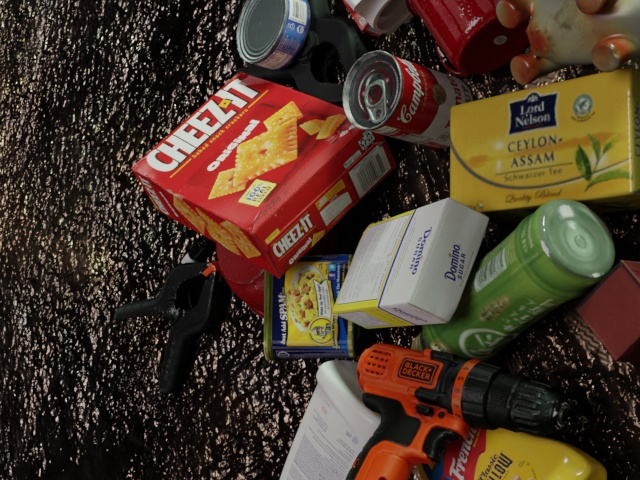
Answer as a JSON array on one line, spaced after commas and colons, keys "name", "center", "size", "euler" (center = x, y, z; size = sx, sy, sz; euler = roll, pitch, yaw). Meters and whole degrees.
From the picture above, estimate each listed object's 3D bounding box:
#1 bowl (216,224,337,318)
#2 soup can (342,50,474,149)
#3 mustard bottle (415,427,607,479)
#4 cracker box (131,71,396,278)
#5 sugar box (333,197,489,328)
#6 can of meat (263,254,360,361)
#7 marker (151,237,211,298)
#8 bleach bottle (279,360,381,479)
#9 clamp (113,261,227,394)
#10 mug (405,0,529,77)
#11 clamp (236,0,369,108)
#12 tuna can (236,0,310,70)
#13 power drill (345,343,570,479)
[{"name": "bowl", "center": [-0.057, 0.001, 1.091], "size": [0.162, 0.055, 0.162], "euler": [-9, 77, 44]}, {"name": "soup can", "center": [0.078, -0.121, 0.935], "size": [0.069, 0.102, 0.068], "euler": [-10, 76, 45]}, {"name": "mustard bottle", "center": [0.131, 0.174, 0.864], "size": [0.192, 0.058, 0.096], "euler": [32, 96, 45]}, {"name": "cracker box", "center": [-0.060, -0.072, 1.035], "size": [0.164, 0.072, 0.214], "euler": [-44, 42, -18]}, {"name": "sugar box", "center": [0.072, 0.024, 0.894], "size": [0.093, 0.048, 0.176], "euler": [-68, 17, -12]}, {"name": "can of meat", "center": [-0.007, 0.062, 1.003], "size": [0.084, 0.057, 0.102], "euler": [-1, 82, 10]}, {"name": "marker", "center": [-0.161, 0.039, 1.218], "size": [0.121, 0.020, 0.020], "euler": [-50, 52, 29]}, {"name": "bleach bottle", "center": [-0.005, 0.241, 0.993], "size": [0.103, 0.067, 0.251], "euler": [43, 116, 41]}, {"name": "clamp", "center": [-0.166, 0.075, 1.196], "size": [0.120, 0.039, 0.172], "euler": [43, 113, 18]}, {"name": "mug", "center": [0.128, -0.188, 0.914], "size": [0.081, 0.093, 0.117], "euler": [62, 152, 26]}, {"name": "clamp", "center": [-0.003, -0.203, 1.080], "size": [0.210, 0.036, 0.165], "euler": [39, 112, 46]}, {"name": "tuna can", "center": [-0.048, -0.217, 1.082], "size": [0.086, 0.033, 0.086], "euler": [-20, 64, 48]}, {"name": "power drill", "center": [0.082, 0.175, 0.818], "size": [0.185, 0.057, 0.187], "euler": [8, 64, 41]}]
